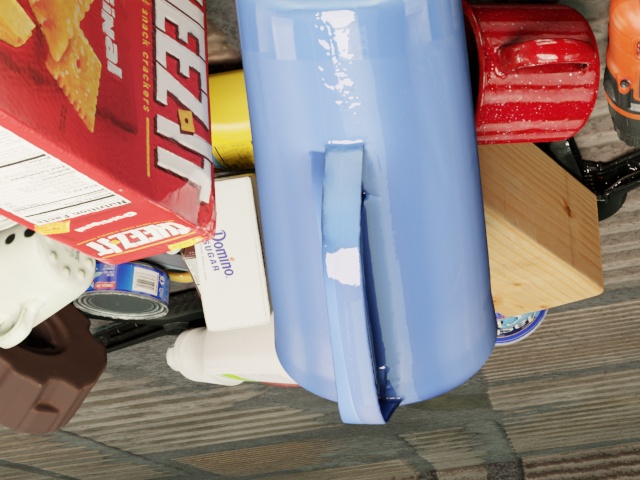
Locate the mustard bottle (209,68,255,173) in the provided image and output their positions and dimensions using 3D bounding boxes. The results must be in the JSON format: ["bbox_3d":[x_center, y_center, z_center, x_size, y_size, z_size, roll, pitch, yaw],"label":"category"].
[{"bbox_3d":[-0.069,-0.074,0.688,0.192,0.058,0.096,-9,166,8],"label":"mustard bottle"}]

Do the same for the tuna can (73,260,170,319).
[{"bbox_3d":[-0.180,0.045,0.974,0.086,0.034,0.086,2,161,1],"label":"tuna can"}]

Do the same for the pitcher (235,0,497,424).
[{"bbox_3d":[0.024,-0.033,0.564,0.144,0.149,0.243,-27,128,-24],"label":"pitcher"}]

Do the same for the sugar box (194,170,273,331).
[{"bbox_3d":[-0.055,0.001,0.724,0.048,0.093,0.176,-8,-176,3],"label":"sugar box"}]

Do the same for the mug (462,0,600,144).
[{"bbox_3d":[0.113,-0.099,0.618,0.081,0.093,0.117,-4,176,-19],"label":"mug"}]

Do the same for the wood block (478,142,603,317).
[{"bbox_3d":[0.118,-0.024,0.782,0.090,0.091,0.205,-18,148,36],"label":"wood block"}]

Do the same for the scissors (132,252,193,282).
[{"bbox_3d":[-0.157,0.010,0.954,0.096,0.016,0.202,-1,160,-5],"label":"scissors"}]

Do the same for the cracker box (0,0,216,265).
[{"bbox_3d":[-0.121,-0.099,0.450,0.072,0.164,0.213,-11,159,21],"label":"cracker box"}]

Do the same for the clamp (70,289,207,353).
[{"bbox_3d":[-0.158,0.076,1.108,0.210,0.036,0.164,-9,161,2],"label":"clamp"}]

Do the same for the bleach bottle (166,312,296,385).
[{"bbox_3d":[-0.057,0.098,0.955,0.251,0.068,0.102,-9,157,44],"label":"bleach bottle"}]
